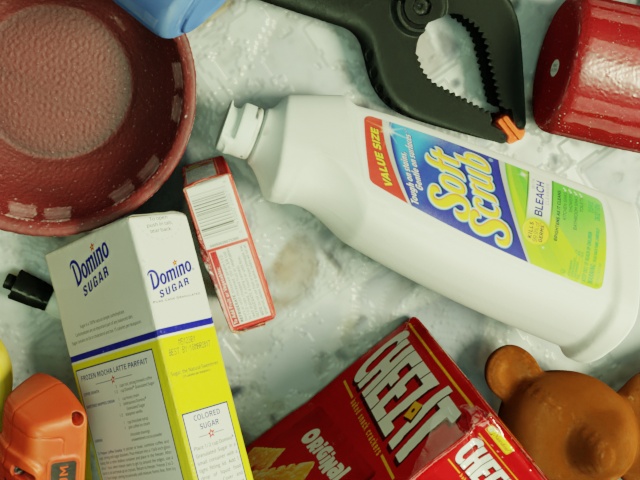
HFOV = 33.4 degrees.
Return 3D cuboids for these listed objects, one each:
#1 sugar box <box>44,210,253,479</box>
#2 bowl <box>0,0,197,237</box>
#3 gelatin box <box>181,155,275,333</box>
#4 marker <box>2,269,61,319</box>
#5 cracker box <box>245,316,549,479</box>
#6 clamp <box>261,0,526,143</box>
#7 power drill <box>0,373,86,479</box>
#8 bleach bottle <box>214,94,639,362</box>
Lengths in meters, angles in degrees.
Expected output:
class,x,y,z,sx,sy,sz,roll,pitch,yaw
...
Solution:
class,x,y,z,sx,sy,sz,roll,pitch,yaw
sugar box,-0.093,0.079,0.586,0.048,0.094,0.176,-7,82,-44
bowl,-0.150,-0.086,0.592,0.162,0.055,0.162,-2,102,-8
gelatin box,-0.054,0.001,0.614,0.030,0.073,0.089,-18,104,-3
marker,-0.132,0.048,0.641,0.121,0.020,0.020,25,97,-12
cracker box,0.007,0.152,0.608,0.214,0.164,0.072,-39,107,2
clamp,0.058,-0.146,0.616,0.210,0.036,0.164,43,94,-16
power drill,-0.212,0.127,0.537,0.187,0.057,0.184,-13,123,-40
bleach bottle,0.059,-0.017,0.617,0.250,0.068,0.102,20,55,-10
